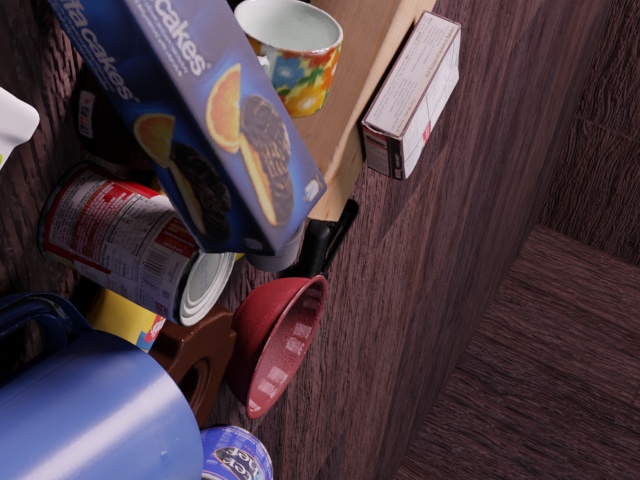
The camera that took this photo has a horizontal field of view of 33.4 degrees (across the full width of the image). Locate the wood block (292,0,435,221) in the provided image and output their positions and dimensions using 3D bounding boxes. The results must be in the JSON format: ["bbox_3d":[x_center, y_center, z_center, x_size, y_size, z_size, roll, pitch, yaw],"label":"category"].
[{"bbox_3d":[0.007,-0.127,0.868,0.206,0.091,0.090,-67,165,6],"label":"wood block"}]

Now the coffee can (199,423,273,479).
[{"bbox_3d":[-0.104,0.243,1.001,0.140,0.103,0.103,-57,169,-80],"label":"coffee can"}]

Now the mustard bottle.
[{"bbox_3d":[-0.130,0.044,0.735,0.191,0.058,0.096,-62,-176,-7],"label":"mustard bottle"}]

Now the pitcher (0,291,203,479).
[{"bbox_3d":[-0.189,0.145,0.585,0.242,0.149,0.145,-33,156,-52],"label":"pitcher"}]

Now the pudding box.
[{"bbox_3d":[0.075,-0.115,0.865,0.113,0.039,0.090,-63,166,-15],"label":"pudding box"}]

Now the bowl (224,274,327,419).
[{"bbox_3d":[-0.055,0.098,1.084,0.162,0.055,0.162,-57,163,-28],"label":"bowl"}]

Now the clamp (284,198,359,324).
[{"bbox_3d":[-0.006,0.031,1.177,0.120,0.039,0.172,-34,152,-55],"label":"clamp"}]

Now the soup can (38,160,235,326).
[{"bbox_3d":[-0.111,0.002,0.653,0.068,0.102,0.068,-56,162,-29],"label":"soup can"}]
